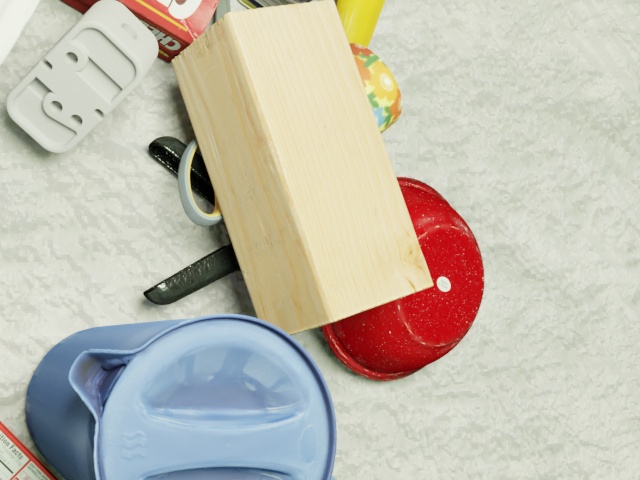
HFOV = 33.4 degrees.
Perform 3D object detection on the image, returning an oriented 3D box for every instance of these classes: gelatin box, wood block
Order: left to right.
[{"bbox_3d":[-0.223,0.170,0.699,0.089,0.030,0.073,-46,105,-21],"label":"gelatin box"},{"bbox_3d":[-0.015,-0.047,0.724,0.090,0.090,0.206,-17,86,-36],"label":"wood block"}]

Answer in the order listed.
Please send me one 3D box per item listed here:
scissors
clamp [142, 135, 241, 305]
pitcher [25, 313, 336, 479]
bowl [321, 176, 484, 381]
[{"bbox_3d":[-0.053,-0.097,0.782,0.096,0.016,0.201,23,64,-25],"label":"scissors"},{"bbox_3d":[-0.055,0.001,0.783,0.171,0.039,0.120,15,79,-25],"label":"clamp"},{"bbox_3d":[-0.093,0.115,0.647,0.144,0.243,0.149,-17,95,-26],"label":"pitcher"},{"bbox_3d":[0.075,0.032,0.820,0.161,0.055,0.162,-4,97,-38],"label":"bowl"}]
